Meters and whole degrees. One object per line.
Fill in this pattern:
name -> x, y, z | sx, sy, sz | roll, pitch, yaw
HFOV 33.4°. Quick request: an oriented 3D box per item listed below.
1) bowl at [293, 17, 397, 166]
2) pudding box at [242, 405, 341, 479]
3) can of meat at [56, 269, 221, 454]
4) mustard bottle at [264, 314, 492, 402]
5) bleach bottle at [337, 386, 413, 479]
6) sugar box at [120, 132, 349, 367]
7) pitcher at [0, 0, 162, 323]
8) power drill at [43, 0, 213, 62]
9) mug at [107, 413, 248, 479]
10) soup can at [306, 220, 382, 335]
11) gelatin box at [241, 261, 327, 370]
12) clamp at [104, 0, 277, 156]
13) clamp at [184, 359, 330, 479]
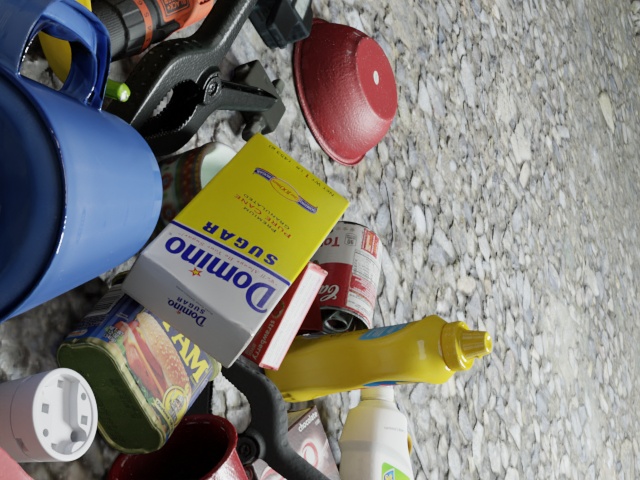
bowl -> 0.036, -0.162, 1.119 | 0.161, 0.055, 0.162 | 31, 53, -53
pudding box -> -0.028, 0.201, 0.880 | 0.113, 0.039, 0.090 | -34, 109, -60
can of meat -> -0.125, 0.083, 0.736 | 0.102, 0.058, 0.083 | 64, 34, -23
mustard bottle -> 0.054, 0.098, 0.907 | 0.096, 0.192, 0.058 | 1, 79, -61
bleach bottle -> 0.053, 0.252, 0.961 | 0.102, 0.068, 0.251 | 26, 61, -54
sugar box -> -0.055, 0.001, 0.757 | 0.093, 0.048, 0.176 | 36, 39, -1
pitcher -> -0.158, -0.035, 0.570 | 0.242, 0.149, 0.145 | -33, 103, -84
power drill -> -0.165, -0.227, 0.784 | 0.184, 0.057, 0.187 | -43, 119, -54
mug -> -0.080, 0.181, 0.724 | 0.093, 0.117, 0.081 | -36, 118, -33
soup can -> 0.020, 0.041, 0.997 | 0.068, 0.069, 0.102 | 50, 39, -41
gelatin box -> -0.047, 0.046, 0.835 | 0.030, 0.073, 0.089 | 27, 90, -55
clamp -> -0.094, -0.122, 0.840 | 0.209, 0.036, 0.164 | -48, 154, -30
clamp -> -0.045, 0.158, 0.802 | 0.039, 0.120, 0.171 | 157, -80, -83
